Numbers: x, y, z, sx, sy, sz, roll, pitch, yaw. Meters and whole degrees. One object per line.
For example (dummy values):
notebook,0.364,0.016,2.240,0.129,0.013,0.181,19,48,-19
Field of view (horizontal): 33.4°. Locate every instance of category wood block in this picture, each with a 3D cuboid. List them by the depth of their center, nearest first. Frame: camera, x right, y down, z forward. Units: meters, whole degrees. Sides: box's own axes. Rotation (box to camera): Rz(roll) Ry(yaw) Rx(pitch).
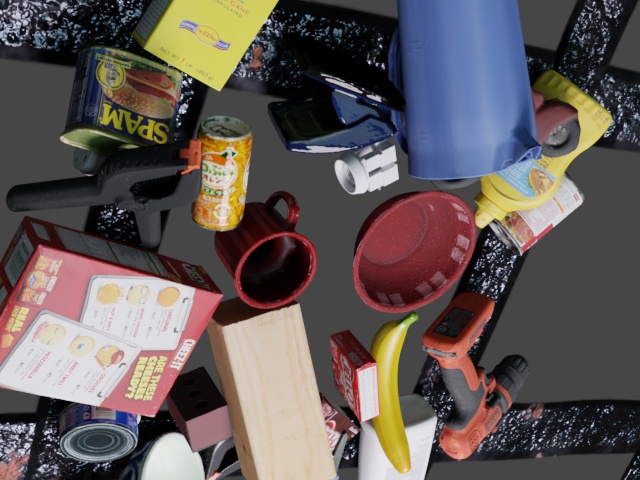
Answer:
wood block,-0.057,0.167,1.181,0.090,0.091,0.206,-16,105,-17

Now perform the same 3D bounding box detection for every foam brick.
foam brick,-0.138,0.190,1.204,0.053,0.078,0.051,-21,127,-19

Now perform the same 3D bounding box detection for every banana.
banana,0.085,0.183,1.309,0.037,0.070,0.198,0,92,-29

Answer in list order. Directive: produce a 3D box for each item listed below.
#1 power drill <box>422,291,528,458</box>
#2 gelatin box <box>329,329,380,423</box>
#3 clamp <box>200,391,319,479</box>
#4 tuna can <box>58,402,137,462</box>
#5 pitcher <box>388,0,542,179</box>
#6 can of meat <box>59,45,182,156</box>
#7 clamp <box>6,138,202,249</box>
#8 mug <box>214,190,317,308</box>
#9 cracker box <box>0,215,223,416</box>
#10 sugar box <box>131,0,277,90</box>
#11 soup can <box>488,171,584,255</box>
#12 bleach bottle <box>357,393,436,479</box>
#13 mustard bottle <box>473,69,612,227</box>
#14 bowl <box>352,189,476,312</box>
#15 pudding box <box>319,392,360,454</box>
power drill,0.203,0.160,1.368,0.184,0.057,0.187,-45,130,-36
gelatin box,0.041,0.163,1.290,0.030,0.073,0.089,-19,128,-18
clamp,-0.077,0.224,1.288,0.120,0.039,0.171,27,107,-40
tuna can,-0.242,0.207,1.164,0.086,0.034,0.086,-6,141,-5
pitcher,0.131,-0.186,1.052,0.149,0.145,0.243,-6,102,10
can of meat,-0.178,-0.121,0.969,0.101,0.058,0.084,17,74,-37
clamp,-0.168,-0.043,0.994,0.210,0.036,0.164,-19,152,39
mug,-0.057,0.001,1.123,0.093,0.082,0.117,10,115,-34
cracker box,-0.233,0.080,1.084,0.213,0.072,0.164,18,110,-38
sugar box,-0.085,-0.235,0.976,0.093,0.048,0.176,25,107,-38
soup can,0.256,-0.040,1.283,0.102,0.069,0.068,-40,131,-1
bleach bottle,0.089,0.323,1.431,0.102,0.068,0.251,-10,126,-24
mustard bottle,0.238,-0.094,1.224,0.192,0.096,0.058,-52,173,11
bowl,0.098,0.002,1.229,0.161,0.055,0.162,-14,126,-21
pudding box,-0.007,0.239,1.313,0.090,0.039,0.113,-40,155,0
